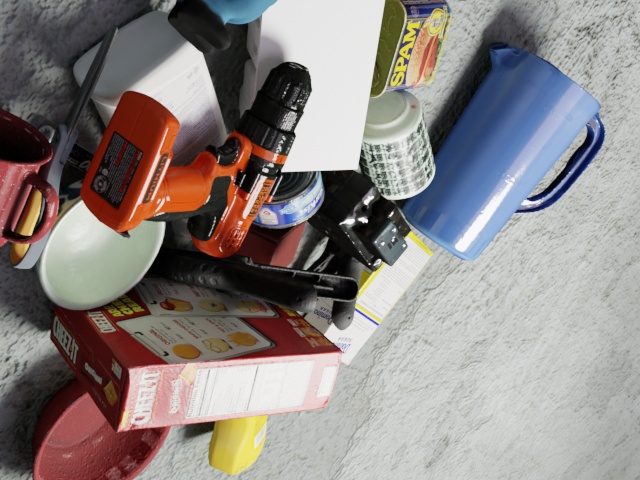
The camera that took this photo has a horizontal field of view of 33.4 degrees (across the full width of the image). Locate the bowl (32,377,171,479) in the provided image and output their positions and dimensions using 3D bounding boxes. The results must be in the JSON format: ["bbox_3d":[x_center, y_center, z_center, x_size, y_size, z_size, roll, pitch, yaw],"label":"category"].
[{"bbox_3d":[-0.224,0.183,1.052,0.161,0.055,0.162,-30,140,-30],"label":"bowl"}]

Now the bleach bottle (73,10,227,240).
[{"bbox_3d":[-0.127,-0.074,0.934,0.102,0.068,0.251,-40,146,-20],"label":"bleach bottle"}]

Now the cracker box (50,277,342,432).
[{"bbox_3d":[-0.114,0.097,0.968,0.213,0.164,0.072,-1,114,-35],"label":"cracker box"}]

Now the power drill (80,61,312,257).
[{"bbox_3d":[-0.093,-0.070,0.864,0.187,0.057,0.184,3,117,-57],"label":"power drill"}]

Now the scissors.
[{"bbox_3d":[-0.206,-0.077,0.822,0.016,0.096,0.202,14,101,-36],"label":"scissors"}]

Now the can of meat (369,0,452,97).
[{"bbox_3d":[0.080,-0.199,1.073,0.083,0.058,0.102,-15,131,-45],"label":"can of meat"}]

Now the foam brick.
[{"bbox_3d":[-0.057,0.001,1.069,0.078,0.053,0.051,-40,151,-61],"label":"foam brick"}]

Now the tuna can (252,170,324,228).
[{"bbox_3d":[-0.041,-0.053,1.033,0.086,0.086,0.034,-37,141,-22],"label":"tuna can"}]

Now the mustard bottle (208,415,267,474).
[{"bbox_3d":[-0.081,0.162,1.190,0.096,0.058,0.192,-51,157,-57],"label":"mustard bottle"}]

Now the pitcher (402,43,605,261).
[{"bbox_3d":[0.214,-0.094,1.254,0.243,0.149,0.144,-55,159,9],"label":"pitcher"}]

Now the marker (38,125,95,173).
[{"bbox_3d":[-0.194,-0.064,0.901,0.020,0.020,0.121,-54,146,1],"label":"marker"}]

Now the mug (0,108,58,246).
[{"bbox_3d":[-0.245,-0.040,0.783,0.082,0.117,0.093,-62,174,21],"label":"mug"}]

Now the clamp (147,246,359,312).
[{"bbox_3d":[-0.076,0.032,0.964,0.164,0.210,0.036,-4,104,-81],"label":"clamp"}]

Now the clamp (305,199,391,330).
[{"bbox_3d":[0.021,0.018,1.181,0.039,0.120,0.171,43,65,-38],"label":"clamp"}]

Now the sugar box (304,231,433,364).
[{"bbox_3d":[0.055,0.060,1.283,0.176,0.048,0.093,-50,146,1],"label":"sugar box"}]
